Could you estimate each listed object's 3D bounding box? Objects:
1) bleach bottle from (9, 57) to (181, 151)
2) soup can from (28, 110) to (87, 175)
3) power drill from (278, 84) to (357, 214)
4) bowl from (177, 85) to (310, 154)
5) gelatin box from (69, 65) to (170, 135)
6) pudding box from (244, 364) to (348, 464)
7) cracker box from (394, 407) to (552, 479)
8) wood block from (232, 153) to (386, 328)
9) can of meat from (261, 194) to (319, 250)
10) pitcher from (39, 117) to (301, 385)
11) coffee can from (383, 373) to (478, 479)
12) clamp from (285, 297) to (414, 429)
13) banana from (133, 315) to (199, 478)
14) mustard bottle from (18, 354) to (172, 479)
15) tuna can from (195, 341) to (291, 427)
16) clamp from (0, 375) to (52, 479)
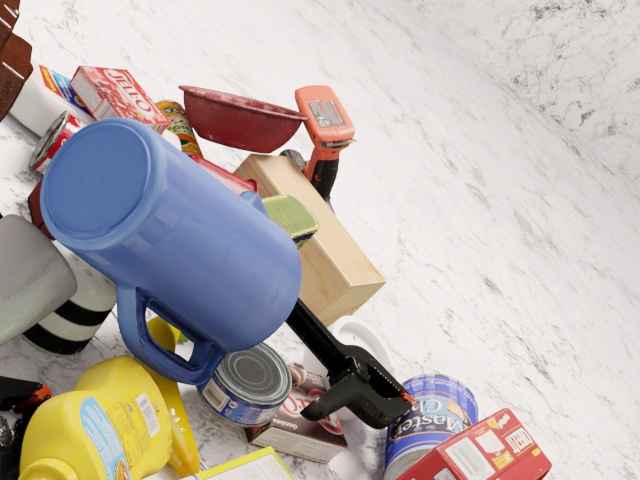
[{"bbox_3d":[-0.270,-0.132,1.142,0.250,0.068,0.102,30,26,-26],"label":"bleach bottle"},{"bbox_3d":[-0.236,-0.076,1.091,0.102,0.069,0.068,35,24,-22],"label":"soup can"},{"bbox_3d":[-0.010,-0.108,1.397,0.057,0.188,0.184,-11,47,-18],"label":"power drill"},{"bbox_3d":[-0.097,-0.141,1.278,0.162,0.055,0.162,14,10,-3],"label":"bowl"},{"bbox_3d":[-0.213,-0.147,1.134,0.089,0.030,0.073,51,28,19],"label":"gelatin box"},{"bbox_3d":[-0.032,0.166,1.051,0.113,0.039,0.090,22,32,-41],"label":"pudding box"},{"bbox_3d":[0.071,0.236,0.874,0.072,0.214,0.164,53,24,15],"label":"cracker box"},{"bbox_3d":[-0.030,0.001,1.279,0.206,0.090,0.090,53,24,19],"label":"wood block"},{"bbox_3d":[-0.057,0.001,1.085,0.057,0.084,0.102,49,23,10],"label":"can of meat"},{"bbox_3d":[-0.121,0.008,0.873,0.149,0.145,0.242,60,8,30],"label":"pitcher"},{"bbox_3d":[0.119,0.221,1.130,0.102,0.103,0.140,39,23,-12],"label":"coffee can"},{"bbox_3d":[0.027,0.139,1.043,0.209,0.036,0.164,38,24,-37],"label":"clamp"},{"bbox_3d":[-0.136,0.124,0.950,0.069,0.037,0.198,32,25,-26],"label":"banana"},{"bbox_3d":[-0.167,0.153,0.773,0.191,0.058,0.096,-44,115,-76],"label":"mustard bottle"},{"bbox_3d":[-0.070,0.127,0.978,0.086,0.034,0.086,22,35,-17],"label":"tuna can"},{"bbox_3d":[-0.241,0.135,0.740,0.120,0.039,0.171,58,15,-16],"label":"clamp"}]
